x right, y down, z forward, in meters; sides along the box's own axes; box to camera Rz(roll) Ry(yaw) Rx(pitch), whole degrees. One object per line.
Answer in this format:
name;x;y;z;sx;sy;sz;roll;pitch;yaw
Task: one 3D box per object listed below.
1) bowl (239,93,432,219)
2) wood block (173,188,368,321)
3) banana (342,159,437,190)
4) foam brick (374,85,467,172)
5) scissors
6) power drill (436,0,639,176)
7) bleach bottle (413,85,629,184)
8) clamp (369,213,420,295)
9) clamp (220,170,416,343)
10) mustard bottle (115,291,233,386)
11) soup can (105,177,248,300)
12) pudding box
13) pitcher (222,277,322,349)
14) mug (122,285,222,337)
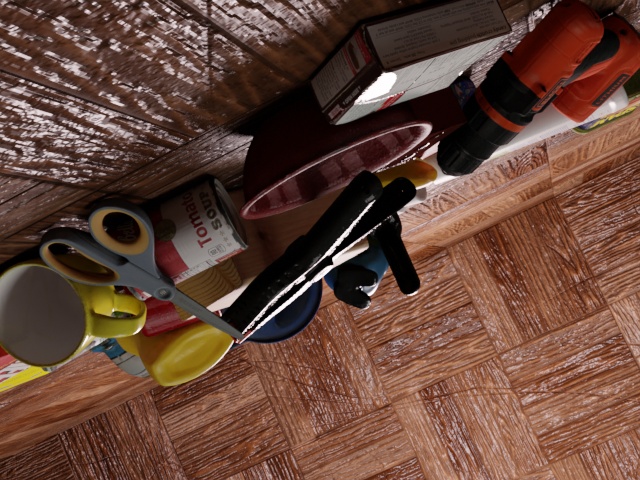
bowl;0.002;-0.075;0.814;0.162;0.055;0.162;-24;173;-3
wood block;-0.056;0.001;1.038;0.090;0.091;0.205;-31;170;35
banana;0.042;-0.047;1.143;0.198;0.069;0.037;-27;132;28
foam brick;0.073;-0.100;0.892;0.052;0.051;0.078;-21;172;-34
scissors;-0.123;0.023;0.854;0.201;0.016;0.096;22;127;-29
power drill;0.198;-0.132;0.930;0.187;0.057;0.185;-20;157;-53
bleach bottle;0.195;-0.120;1.131;0.251;0.068;0.102;-25;173;17
clamp;0.075;-0.012;1.236;0.039;0.120;0.171;-25;-159;16
clamp;-0.008;0.011;0.912;0.210;0.036;0.164;-41;170;6
mustard bottle;-0.177;0.090;1.176;0.096;0.058;0.192;-34;-150;-18
soup can;-0.119;-0.001;0.896;0.102;0.068;0.068;-26;173;5
pudding box;0.060;-0.124;0.723;0.113;0.039;0.090;-23;173;-28
pitcher;-0.071;0.058;1.339;0.149;0.145;0.243;-12;175;-8
mug;-0.154;0.042;1.085;0.081;0.093;0.117;-20;-151;-4
